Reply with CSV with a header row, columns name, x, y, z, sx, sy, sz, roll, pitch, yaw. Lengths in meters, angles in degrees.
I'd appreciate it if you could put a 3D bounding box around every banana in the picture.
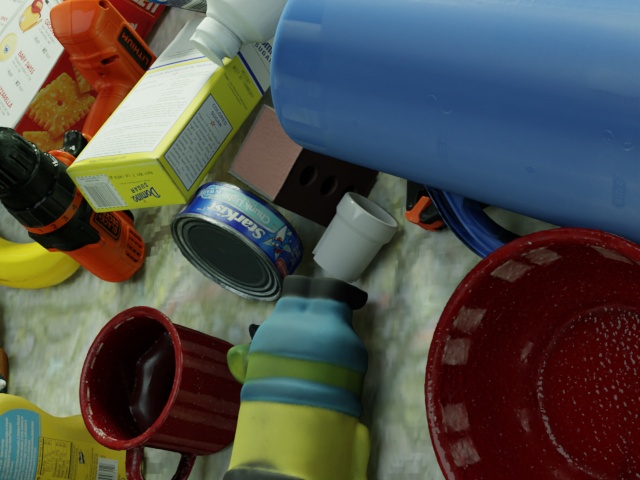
name,x,y,z,sx,sy,sz,roll,pitch,yaw
banana,-0.258,0.007,0.901,0.198,0.037,0.069,4,54,37

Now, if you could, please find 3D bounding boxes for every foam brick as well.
name,x,y,z,sx,sy,sz,roll,pitch,yaw
foam brick,-0.010,-0.045,0.693,0.051,0.078,0.053,34,98,40

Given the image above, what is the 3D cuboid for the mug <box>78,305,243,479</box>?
name,x,y,z,sx,sy,sz,roll,pitch,yaw
mug,-0.099,0.109,0.704,0.093,0.081,0.117,-9,68,36

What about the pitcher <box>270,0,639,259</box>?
name,x,y,z,sx,sy,sz,roll,pitch,yaw
pitcher,0.099,-0.068,0.558,0.243,0.144,0.149,16,79,29

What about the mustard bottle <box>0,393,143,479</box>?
name,x,y,z,sx,sy,sz,roll,pitch,yaw
mustard bottle,-0.203,0.151,0.698,0.058,0.191,0.096,-6,70,37

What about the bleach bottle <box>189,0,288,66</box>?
name,x,y,z,sx,sy,sz,roll,pitch,yaw
bleach bottle,-0.005,-0.226,0.725,0.251,0.068,0.103,-53,41,-5

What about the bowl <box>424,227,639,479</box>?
name,x,y,z,sx,sy,sz,roll,pitch,yaw
bowl,0.130,0.076,0.517,0.162,0.055,0.162,-4,84,43

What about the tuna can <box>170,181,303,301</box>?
name,x,y,z,sx,sy,sz,roll,pitch,yaw
tuna can,-0.055,0.001,0.704,0.086,0.086,0.033,9,54,40

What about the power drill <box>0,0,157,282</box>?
name,x,y,z,sx,sy,sz,roll,pitch,yaw
power drill,-0.180,-0.083,0.785,0.057,0.184,0.187,-4,62,20

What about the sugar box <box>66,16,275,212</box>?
name,x,y,z,sx,sy,sz,roll,pitch,yaw
sugar box,-0.093,-0.095,0.750,0.094,0.048,0.176,-2,41,38

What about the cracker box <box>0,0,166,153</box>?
name,x,y,z,sx,sy,sz,roll,pitch,yaw
cracker box,-0.239,-0.171,0.926,0.164,0.072,0.214,40,99,40
